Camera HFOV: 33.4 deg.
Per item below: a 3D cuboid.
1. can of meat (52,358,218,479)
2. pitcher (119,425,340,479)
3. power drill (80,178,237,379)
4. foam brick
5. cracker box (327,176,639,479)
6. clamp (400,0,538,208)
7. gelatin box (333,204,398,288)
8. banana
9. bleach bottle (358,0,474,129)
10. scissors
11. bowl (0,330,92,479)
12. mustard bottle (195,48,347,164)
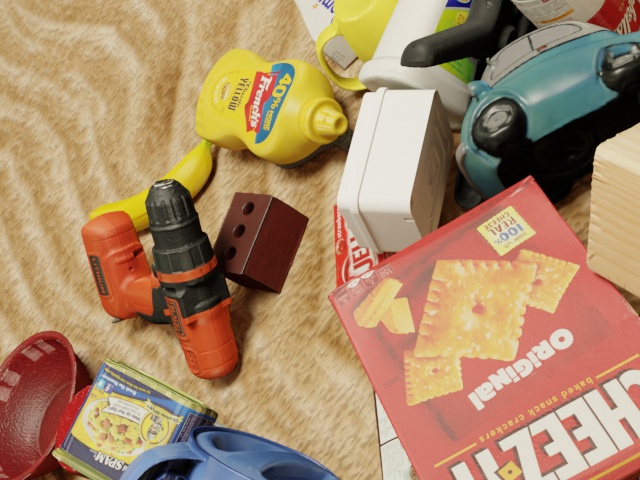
[{"bbox_3d":[-0.137,0.146,0.803,0.102,0.057,0.084,22,82,25],"label":"can of meat"},{"bbox_3d":[-0.081,0.260,0.748,0.149,0.145,0.243,22,91,15],"label":"pitcher"},{"bbox_3d":[-0.152,0.023,0.969,0.188,0.057,0.184,17,124,54],"label":"power drill"},{"bbox_3d":[-0.056,0.001,0.958,0.053,0.051,0.078,7,72,46],"label":"foam brick"},{"bbox_3d":[0.119,0.083,0.674,0.164,0.072,0.214,-30,51,3],"label":"cracker box"},{"bbox_3d":[0.132,-0.140,0.824,0.036,0.164,0.209,12,52,32],"label":"clamp"},{"bbox_3d":[0.047,0.000,0.873,0.073,0.030,0.089,-24,51,33],"label":"gelatin box"},{"bbox_3d":[-0.177,-0.045,1.120,0.198,0.037,0.069,-29,31,28],"label":"banana"},{"bbox_3d":[0.121,-0.223,0.877,0.068,0.102,0.251,7,73,54],"label":"bleach bottle"},{"bbox_3d":[0.008,-0.080,0.970,0.096,0.016,0.202,-51,41,12],"label":"scissors"},{"bbox_3d":[-0.277,0.174,1.069,0.162,0.055,0.162,-24,51,34],"label":"bowl"},{"bbox_3d":[-0.040,-0.120,0.983,0.192,0.058,0.096,21,86,50],"label":"mustard bottle"}]
